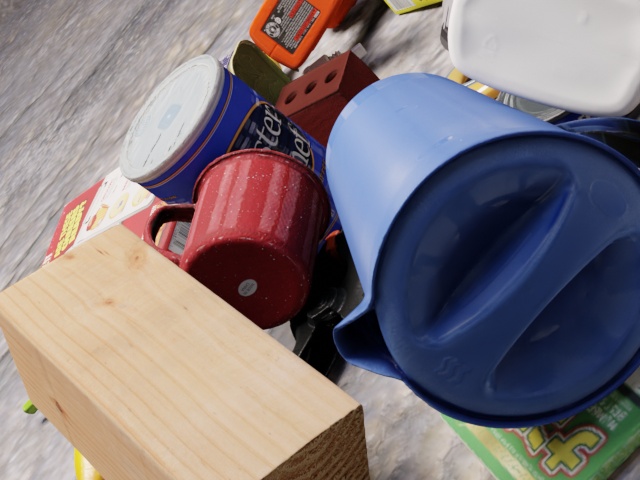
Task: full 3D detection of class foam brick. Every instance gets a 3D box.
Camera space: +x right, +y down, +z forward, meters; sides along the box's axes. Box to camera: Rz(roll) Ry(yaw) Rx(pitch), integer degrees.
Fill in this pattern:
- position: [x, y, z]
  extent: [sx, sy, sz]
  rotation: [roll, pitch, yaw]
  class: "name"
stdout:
- position: [0.007, -0.107, 0.862]
  extent: [0.078, 0.051, 0.053]
  rotation: [-23, 35, 37]
  class: "foam brick"

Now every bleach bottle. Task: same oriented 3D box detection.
- position: [0.159, -0.136, 0.587]
  extent: [0.250, 0.103, 0.068]
  rotation: [-39, -34, -56]
  class: "bleach bottle"

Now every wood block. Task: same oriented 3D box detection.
- position: [-0.076, 0.087, 0.565]
  extent: [0.090, 0.091, 0.206]
  rotation: [-33, 46, -28]
  class: "wood block"

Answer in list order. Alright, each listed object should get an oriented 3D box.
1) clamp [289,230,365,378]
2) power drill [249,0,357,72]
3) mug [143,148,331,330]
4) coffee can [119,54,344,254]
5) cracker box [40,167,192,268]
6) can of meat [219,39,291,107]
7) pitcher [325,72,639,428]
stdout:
- position: [0.005, 0.057, 0.657]
  extent: [0.120, 0.039, 0.171]
  rotation: [-33, 23, 14]
  class: "clamp"
- position: [0.019, -0.241, 0.939]
  extent: [0.185, 0.057, 0.187]
  rotation: [-54, -1, 38]
  class: "power drill"
- position: [-0.054, 0.001, 0.676]
  extent: [0.081, 0.117, 0.093]
  rotation: [-81, -1, -51]
  class: "mug"
- position: [-0.057, -0.050, 0.762]
  extent: [0.103, 0.140, 0.103]
  rotation: [-34, 36, 29]
  class: "coffee can"
- position: [-0.152, 0.005, 0.888]
  extent: [0.214, 0.072, 0.164]
  rotation: [-29, 36, 38]
  class: "cracker box"
- position: [-0.066, -0.108, 0.914]
  extent: [0.084, 0.102, 0.057]
  rotation: [-28, 33, 35]
  class: "can of meat"
- position: [0.081, -0.020, 0.552]
  extent: [0.243, 0.149, 0.145]
  rotation: [-112, 43, -70]
  class: "pitcher"
